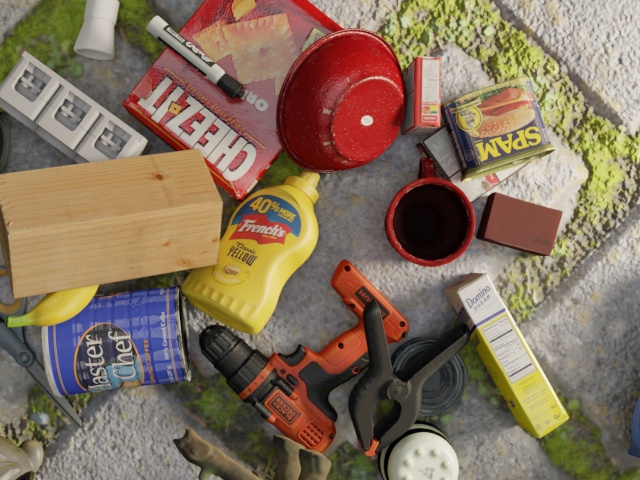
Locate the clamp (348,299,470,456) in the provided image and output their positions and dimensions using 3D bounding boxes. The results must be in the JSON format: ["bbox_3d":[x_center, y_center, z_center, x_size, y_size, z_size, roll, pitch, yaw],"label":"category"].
[{"bbox_3d":[0.087,0.146,1.117,0.120,0.039,0.171,9,110,-10],"label":"clamp"}]

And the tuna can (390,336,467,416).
[{"bbox_3d":[0.116,0.149,1.165,0.086,0.034,0.086,0,89,-2],"label":"tuna can"}]

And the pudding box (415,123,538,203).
[{"bbox_3d":[0.176,-0.102,1.171,0.113,0.039,0.090,-35,89,-5],"label":"pudding box"}]

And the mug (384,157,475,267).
[{"bbox_3d":[0.112,-0.030,1.144,0.093,0.081,0.117,-2,89,-3],"label":"mug"}]

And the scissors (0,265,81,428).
[{"bbox_3d":[-0.314,0.107,1.157,0.202,0.016,0.096,36,88,-1],"label":"scissors"}]

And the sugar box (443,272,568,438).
[{"bbox_3d":[0.195,0.119,1.140,0.048,0.093,0.176,-32,90,-3],"label":"sugar box"}]

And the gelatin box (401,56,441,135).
[{"bbox_3d":[0.108,-0.153,1.143,0.030,0.089,0.073,2,89,-4],"label":"gelatin box"}]

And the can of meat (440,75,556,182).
[{"bbox_3d":[0.185,-0.117,1.123,0.102,0.057,0.084,-17,85,-5],"label":"can of meat"}]

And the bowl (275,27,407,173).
[{"bbox_3d":[0.035,-0.135,1.111,0.161,0.055,0.162,-17,124,-27],"label":"bowl"}]

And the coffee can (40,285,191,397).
[{"bbox_3d":[-0.212,0.105,1.118,0.140,0.103,0.103,-6,89,-3],"label":"coffee can"}]

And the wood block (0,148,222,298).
[{"bbox_3d":[-0.210,-0.019,1.059,0.205,0.090,0.091,-9,47,-20],"label":"wood block"}]

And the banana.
[{"bbox_3d":[-0.255,0.022,1.097,0.069,0.197,0.037,26,132,-11],"label":"banana"}]

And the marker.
[{"bbox_3d":[-0.127,-0.186,1.097,0.121,0.020,0.020,39,88,1],"label":"marker"}]

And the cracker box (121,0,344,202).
[{"bbox_3d":[-0.082,-0.174,1.144,0.164,0.072,0.213,39,88,-1],"label":"cracker box"}]

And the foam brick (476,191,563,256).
[{"bbox_3d":[0.216,-0.017,1.164,0.078,0.051,0.053,16,89,-2],"label":"foam brick"}]

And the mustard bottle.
[{"bbox_3d":[-0.058,0.001,1.134,0.096,0.058,0.191,23,68,28],"label":"mustard bottle"}]

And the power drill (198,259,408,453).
[{"bbox_3d":[-0.012,0.111,1.150,0.184,0.057,0.187,44,90,-5],"label":"power drill"}]
